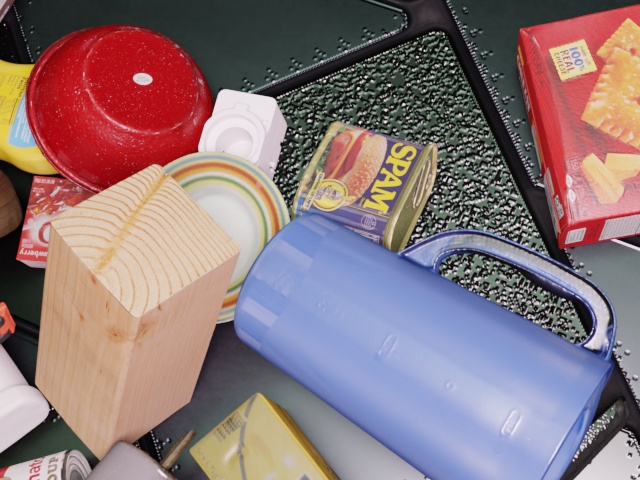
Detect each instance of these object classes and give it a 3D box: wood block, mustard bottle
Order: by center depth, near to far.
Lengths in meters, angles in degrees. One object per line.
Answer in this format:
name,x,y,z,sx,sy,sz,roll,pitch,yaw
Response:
wood block,-0.135,0.057,0.750,0.090,0.206,0.090,-33,69,-34
mustard bottle,-0.242,-0.105,0.899,0.192,0.058,0.096,10,65,12

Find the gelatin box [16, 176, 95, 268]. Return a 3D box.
gelatin box,-0.199,-0.012,0.881,0.089,0.030,0.073,5,76,11

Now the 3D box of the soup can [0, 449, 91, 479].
soup can,-0.226,0.203,0.805,0.102,0.068,0.068,-16,72,4

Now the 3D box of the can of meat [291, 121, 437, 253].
can of meat,0.034,-0.039,0.826,0.084,0.057,0.102,17,58,17

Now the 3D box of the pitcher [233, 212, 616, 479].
pitcher,0.070,0.072,0.727,0.243,0.145,0.149,31,46,19

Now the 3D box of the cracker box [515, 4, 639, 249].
cracker box,0.269,-0.097,0.805,0.214,0.072,0.164,-11,73,6

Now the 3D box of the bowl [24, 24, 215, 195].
bowl,-0.149,-0.113,0.848,0.162,0.055,0.162,10,64,-21
